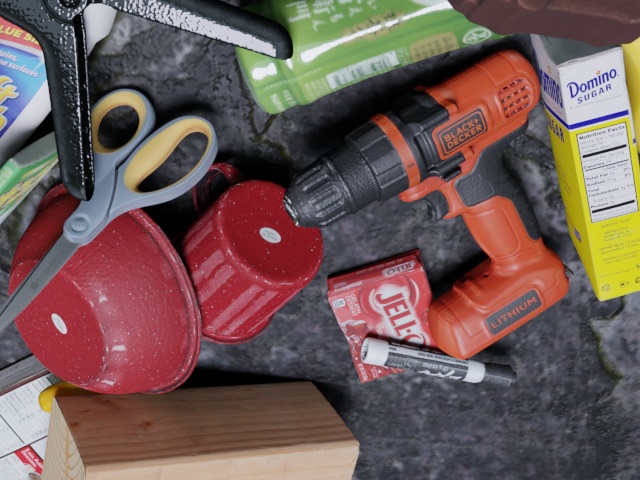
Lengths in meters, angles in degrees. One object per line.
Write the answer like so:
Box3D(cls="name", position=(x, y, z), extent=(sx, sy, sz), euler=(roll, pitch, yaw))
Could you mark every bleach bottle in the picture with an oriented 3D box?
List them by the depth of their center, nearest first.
Box3D(cls="bleach bottle", position=(-0.211, -0.112, 0.664), extent=(0.102, 0.068, 0.251), euler=(36, 111, -19))

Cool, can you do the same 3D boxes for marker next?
Box3D(cls="marker", position=(0.089, 0.092, 0.792), extent=(0.121, 0.020, 0.020), euler=(12, 120, -14))

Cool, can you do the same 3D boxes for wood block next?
Box3D(cls="wood block", position=(-0.088, 0.167, 0.778), extent=(0.205, 0.090, 0.091), euler=(1, 116, -29))

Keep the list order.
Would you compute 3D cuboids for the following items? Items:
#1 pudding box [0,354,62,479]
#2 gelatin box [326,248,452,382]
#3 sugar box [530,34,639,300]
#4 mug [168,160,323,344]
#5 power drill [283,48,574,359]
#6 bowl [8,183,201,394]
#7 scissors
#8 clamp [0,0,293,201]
Box3D(cls="pudding box", position=(-0.220, 0.138, 0.832), extent=(0.113, 0.039, 0.090), euler=(-26, 118, 11))
Box3D(cls="gelatin box", position=(0.052, 0.058, 0.796), extent=(0.073, 0.030, 0.089), euler=(-17, 122, 7))
Box3D(cls="sugar box", position=(0.176, -0.058, 0.694), extent=(0.048, 0.093, 0.176), euler=(-17, 120, 8))
Box3D(cls="mug", position=(-0.055, 0.001, 0.717), extent=(0.093, 0.117, 0.082), euler=(-6, 157, -37))
Box3D(cls="power drill", position=(0.083, -0.011, 0.715), extent=(0.184, 0.057, 0.187), euler=(-30, 123, -7))
Box3D(cls="bowl", position=(-0.157, 0.044, 0.716), extent=(0.162, 0.055, 0.162), euler=(18, 123, 30))
Box3D(cls="scissors", position=(-0.156, -0.025, 0.674), extent=(0.201, 0.096, 0.016), euler=(-37, 160, -15))
Box3D(cls="clamp", position=(-0.142, -0.131, 0.604), extent=(0.165, 0.036, 0.210), euler=(-40, 108, 15))
